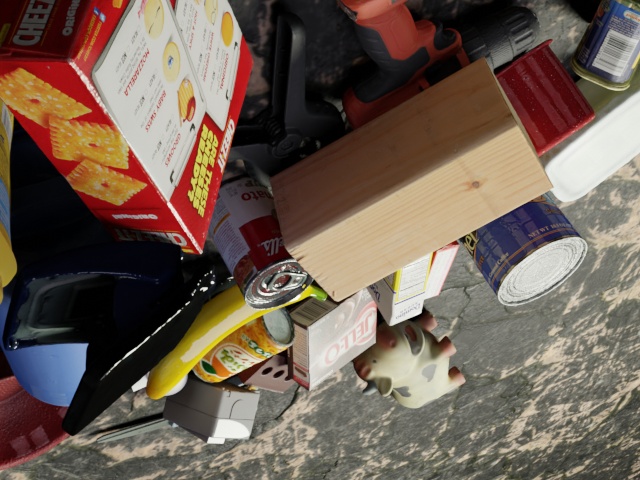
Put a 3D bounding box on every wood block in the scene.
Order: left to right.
[{"bbox_3d":[0.072,-0.047,0.883,0.206,0.090,0.090,-28,135,14],"label":"wood block"}]

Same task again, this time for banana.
[{"bbox_3d":[-0.087,0.081,1.007,0.197,0.037,0.069,-29,121,-5],"label":"banana"}]

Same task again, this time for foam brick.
[{"bbox_3d":[-0.056,0.127,1.170,0.053,0.051,0.078,-42,147,17],"label":"foam brick"}]

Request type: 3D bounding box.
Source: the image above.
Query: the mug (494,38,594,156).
[{"bbox_3d":[0.188,-0.118,0.975,0.093,0.081,0.117,-33,177,-30],"label":"mug"}]

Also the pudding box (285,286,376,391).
[{"bbox_3d":[0.013,0.094,1.143,0.113,0.039,0.090,-30,133,-35],"label":"pudding box"}]

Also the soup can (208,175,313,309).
[{"bbox_3d":[-0.056,0.001,0.941,0.068,0.102,0.068,-22,148,-15],"label":"soup can"}]

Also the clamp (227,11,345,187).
[{"bbox_3d":[-0.031,-0.098,0.883,0.165,0.036,0.209,-42,149,19],"label":"clamp"}]

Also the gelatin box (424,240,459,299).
[{"bbox_3d":[0.105,0.008,1.116,0.030,0.073,0.089,-16,146,-23],"label":"gelatin box"}]

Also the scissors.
[{"bbox_3d":[-0.149,0.190,1.216,0.201,0.016,0.096,1,135,-41],"label":"scissors"}]

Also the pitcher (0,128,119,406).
[{"bbox_3d":[-0.218,0.033,0.841,0.144,0.149,0.243,-36,157,-26],"label":"pitcher"}]

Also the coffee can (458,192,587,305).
[{"bbox_3d":[0.187,-0.020,1.080,0.102,0.140,0.103,-22,148,-15],"label":"coffee can"}]

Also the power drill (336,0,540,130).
[{"bbox_3d":[0.090,-0.176,0.855,0.184,0.057,0.187,-30,149,-1],"label":"power drill"}]

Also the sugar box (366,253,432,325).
[{"bbox_3d":[0.071,-0.002,1.055,0.048,0.093,0.176,-22,149,-14],"label":"sugar box"}]

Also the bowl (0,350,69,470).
[{"bbox_3d":[-0.299,0.151,0.994,0.162,0.055,0.162,-22,148,-15],"label":"bowl"}]

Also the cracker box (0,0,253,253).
[{"bbox_3d":[-0.118,-0.113,0.671,0.072,0.164,0.213,5,153,16],"label":"cracker box"}]
